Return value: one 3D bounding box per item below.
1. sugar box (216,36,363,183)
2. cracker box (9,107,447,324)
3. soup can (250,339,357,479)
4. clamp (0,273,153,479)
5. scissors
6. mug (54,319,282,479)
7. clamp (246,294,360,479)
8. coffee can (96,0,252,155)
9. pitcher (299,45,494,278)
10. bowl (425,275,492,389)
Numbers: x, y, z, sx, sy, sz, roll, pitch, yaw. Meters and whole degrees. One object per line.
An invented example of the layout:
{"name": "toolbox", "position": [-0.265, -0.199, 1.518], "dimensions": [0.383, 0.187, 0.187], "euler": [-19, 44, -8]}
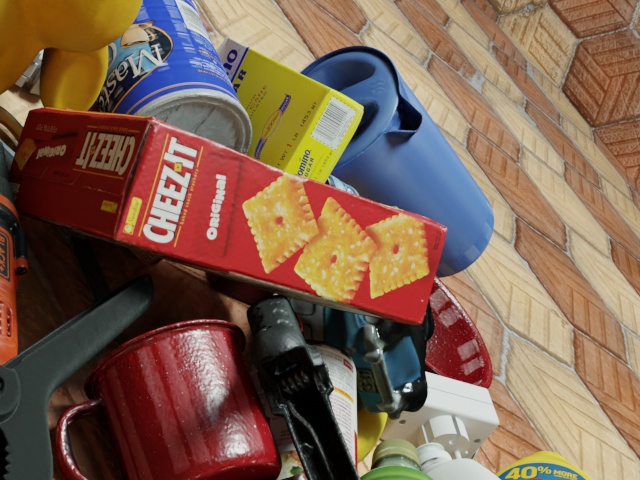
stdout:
{"name": "sugar box", "position": [-0.046, -0.098, 0.858], "dimensions": [0.048, 0.093, 0.176], "euler": [27, 5, -41]}
{"name": "cracker box", "position": [-0.058, -0.015, 0.639], "dimensions": [0.213, 0.072, 0.164], "euler": [19, -5, -37]}
{"name": "soup can", "position": [-0.011, 0.119, 0.642], "dimensions": [0.068, 0.069, 0.102], "euler": [32, 41, -33]}
{"name": "clamp", "position": [-0.146, 0.067, 0.475], "dimensions": [0.164, 0.036, 0.210], "euler": [27, 50, -39]}
{"name": "scissors", "position": [-0.174, -0.020, 0.678], "dimensions": [0.096, 0.016, 0.202], "euler": [30, 27, -41]}
{"name": "mug", "position": [-0.081, 0.103, 0.566], "dimensions": [0.117, 0.093, 0.081], "euler": [-9, 59, -27]}
{"name": "clamp", "position": [-0.015, 0.068, 0.556], "dimensions": [0.171, 0.039, 0.120], "euler": [-122, -165, -63]}
{"name": "coffee can", "position": [-0.122, -0.118, 0.821], "dimensions": [0.102, 0.103, 0.140], "euler": [23, 33, -45]}
{"name": "pitcher", "position": [0.060, -0.063, 1.011], "dimensions": [0.242, 0.145, 0.149], "euler": [42, 17, -46]}
{"name": "bowl", "position": [0.073, 0.076, 0.909], "dimensions": [0.162, 0.055, 0.162], "euler": [38, 24, -21]}
